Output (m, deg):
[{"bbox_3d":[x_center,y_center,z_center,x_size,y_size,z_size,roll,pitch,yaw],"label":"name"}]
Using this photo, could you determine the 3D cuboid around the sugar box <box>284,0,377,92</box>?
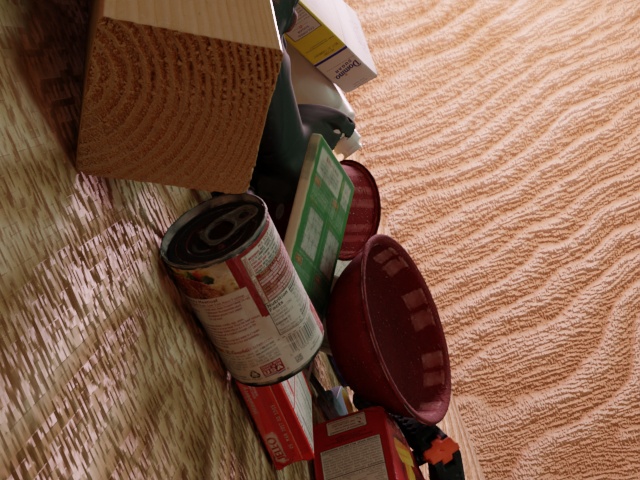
[{"bbox_3d":[-0.014,-0.221,1.022,0.176,0.048,0.093,37,31,-52],"label":"sugar box"}]

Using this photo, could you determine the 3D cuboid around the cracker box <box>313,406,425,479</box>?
[{"bbox_3d":[0.060,0.255,0.796,0.214,0.072,0.164,-101,168,-53],"label":"cracker box"}]

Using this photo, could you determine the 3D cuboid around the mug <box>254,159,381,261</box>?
[{"bbox_3d":[-0.014,-0.029,0.955,0.081,0.117,0.093,0,98,-40],"label":"mug"}]

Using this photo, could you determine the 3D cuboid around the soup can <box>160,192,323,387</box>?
[{"bbox_3d":[-0.045,0.031,0.650,0.068,0.068,0.102,-100,168,-56],"label":"soup can"}]

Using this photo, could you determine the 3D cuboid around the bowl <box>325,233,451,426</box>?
[{"bbox_3d":[0.050,0.078,0.877,0.162,0.055,0.162,45,34,-44],"label":"bowl"}]

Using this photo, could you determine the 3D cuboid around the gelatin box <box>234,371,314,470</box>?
[{"bbox_3d":[-0.031,0.100,0.723,0.089,0.030,0.073,-92,162,-68],"label":"gelatin box"}]

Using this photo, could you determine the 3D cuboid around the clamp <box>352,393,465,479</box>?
[{"bbox_3d":[0.082,0.185,0.947,0.164,0.036,0.210,56,-12,16],"label":"clamp"}]

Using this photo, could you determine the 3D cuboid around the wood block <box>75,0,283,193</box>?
[{"bbox_3d":[-0.084,-0.125,0.599,0.206,0.090,0.090,-103,-155,-51],"label":"wood block"}]

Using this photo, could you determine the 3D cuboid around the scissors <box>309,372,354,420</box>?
[{"bbox_3d":[0.007,0.136,0.961,0.096,0.016,0.201,-104,171,-53],"label":"scissors"}]
